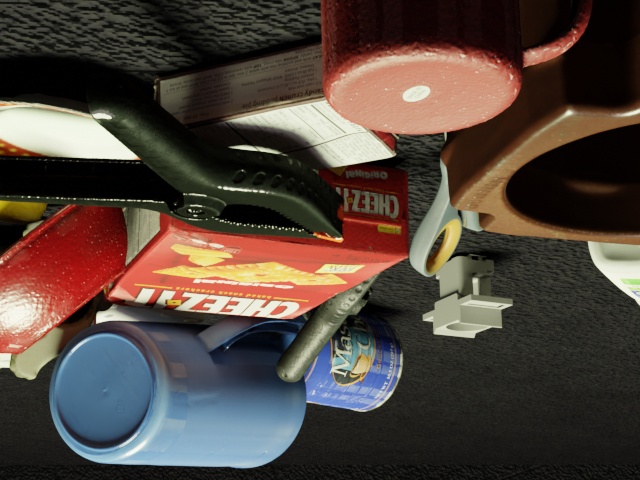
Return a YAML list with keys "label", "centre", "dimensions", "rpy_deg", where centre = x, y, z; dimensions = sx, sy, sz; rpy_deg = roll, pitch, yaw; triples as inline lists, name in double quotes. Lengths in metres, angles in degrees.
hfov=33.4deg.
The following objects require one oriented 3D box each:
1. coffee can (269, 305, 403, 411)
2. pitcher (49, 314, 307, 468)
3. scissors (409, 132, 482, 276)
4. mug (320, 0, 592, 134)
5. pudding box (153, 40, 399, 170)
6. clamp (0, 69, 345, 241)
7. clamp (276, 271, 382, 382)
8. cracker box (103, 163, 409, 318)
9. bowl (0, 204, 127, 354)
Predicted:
- label: "coffee can"
  centre: [0.000, 0.114, 1.076]
  dimensions: [0.103, 0.103, 0.140]
  rpy_deg: [-16, 157, 40]
- label: "pitcher"
  centre: [-0.110, 0.122, 0.904]
  dimensions: [0.145, 0.149, 0.242]
  rpy_deg: [2, 172, 23]
- label: "scissors"
  centre: [0.075, -0.032, 0.670]
  dimensions: [0.016, 0.096, 0.201]
  rpy_deg: [37, -179, 26]
- label: "mug"
  centre: [0.053, -0.096, 0.443]
  dimensions: [0.117, 0.081, 0.093]
  rpy_deg: [-2, 162, 7]
- label: "pudding box"
  centre: [-0.024, -0.069, 0.601]
  dimensions: [0.114, 0.039, 0.090]
  rpy_deg: [-10, 159, 24]
- label: "clamp"
  centre: [-0.067, -0.035, 0.579]
  dimensions: [0.209, 0.036, 0.165]
  rpy_deg: [12, 162, -28]
- label: "clamp"
  centre: [0.016, 0.051, 0.875]
  dimensions: [0.039, 0.120, 0.172]
  rpy_deg: [30, 151, 2]
- label: "cracker box"
  centre: [-0.055, 0.001, 0.768]
  dimensions: [0.164, 0.072, 0.214]
  rpy_deg: [7, 162, -21]
- label: "bowl"
  centre: [-0.184, 0.027, 0.720]
  dimensions: [0.162, 0.055, 0.162]
  rpy_deg: [-38, -175, 3]
